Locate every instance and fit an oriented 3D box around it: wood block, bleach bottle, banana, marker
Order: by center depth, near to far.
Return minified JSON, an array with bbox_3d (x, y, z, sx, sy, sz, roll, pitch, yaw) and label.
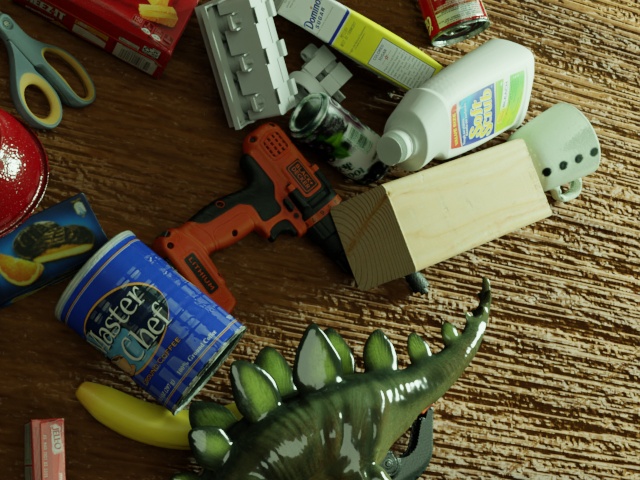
[{"bbox_3d":[-0.129,0.164,1.003,0.197,0.037,0.069,0,60,-21],"label":"banana"},{"bbox_3d":[0.131,-0.124,1.072,0.068,0.103,0.250,24,36,26],"label":"bleach bottle"},{"bbox_3d":[0.124,-0.029,1.076,0.205,0.091,0.090,-20,88,-37],"label":"wood block"},{"bbox_3d":[0.075,0.007,1.117,0.020,0.020,0.121,-37,93,-23],"label":"marker"}]

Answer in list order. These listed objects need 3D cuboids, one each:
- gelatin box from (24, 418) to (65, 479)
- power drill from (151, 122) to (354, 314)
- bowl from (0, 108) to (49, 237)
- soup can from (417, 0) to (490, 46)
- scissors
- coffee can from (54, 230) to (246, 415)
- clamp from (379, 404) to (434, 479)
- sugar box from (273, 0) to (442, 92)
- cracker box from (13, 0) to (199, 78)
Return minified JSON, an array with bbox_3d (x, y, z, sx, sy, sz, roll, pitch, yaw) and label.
[{"bbox_3d":[-0.239,0.192,0.926,0.030,0.089,0.073,0,79,-20],"label":"gelatin box"},{"bbox_3d":[-0.057,0.001,1.052,0.187,0.057,0.184,-41,94,-24],"label":"power drill"},{"bbox_3d":[-0.324,-0.073,0.939,0.162,0.055,0.162,4,58,-6],"label":"bowl"},{"bbox_3d":[0.139,-0.274,1.174,0.068,0.069,0.102,-15,84,-22],"label":"soup can"},{"bbox_3d":[-0.295,-0.180,0.985,0.201,0.016,0.096,39,52,-29],"label":"scissors"},{"bbox_3d":[-0.152,0.074,0.961,0.140,0.103,0.102,39,68,4],"label":"coffee can"},{"bbox_3d":[0.050,0.220,1.053,0.120,0.039,0.171,35,66,-15],"label":"clamp"},{"bbox_3d":[0.036,-0.212,1.107,0.176,0.093,0.048,31,100,-13],"label":"sugar box"},{"bbox_3d":[-0.183,-0.295,1.059,0.164,0.072,0.213,28,70,-13],"label":"cracker box"}]
